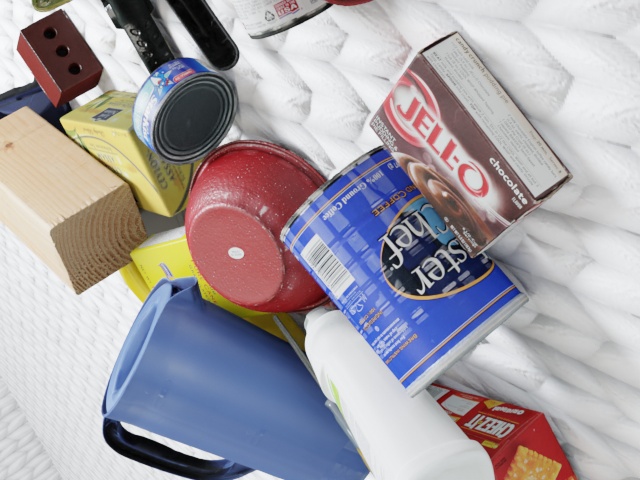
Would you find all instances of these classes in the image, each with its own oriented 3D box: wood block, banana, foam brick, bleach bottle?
[{"bbox_3d":[-0.272,-0.045,1.080,0.206,0.090,0.090,35,150,40],"label":"wood block"},{"bbox_3d":[-0.151,0.076,1.124,0.198,0.037,0.070,45,172,-5],"label":"banana"},{"bbox_3d":[-0.270,-0.187,1.103,0.078,0.053,0.051,55,156,-2],"label":"foam brick"},{"bbox_3d":[0.043,0.120,0.797,0.251,0.068,0.102,-127,19,-53],"label":"bleach bottle"}]

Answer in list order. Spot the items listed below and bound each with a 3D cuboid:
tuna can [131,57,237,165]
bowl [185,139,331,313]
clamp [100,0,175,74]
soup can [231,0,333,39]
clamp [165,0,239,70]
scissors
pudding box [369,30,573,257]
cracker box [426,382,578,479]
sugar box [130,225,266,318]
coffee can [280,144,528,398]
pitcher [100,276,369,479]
[{"bbox_3d":[-0.112,-0.107,0.881,0.034,0.086,0.086,40,152,33],"label":"tuna can"},{"bbox_3d":[-0.056,0.001,0.880,0.162,0.055,0.162,15,122,25],"label":"bowl"},{"bbox_3d":[-0.157,-0.192,0.863,0.210,0.036,0.165,63,177,-38],"label":"clamp"},{"bbox_3d":[-0.036,-0.186,0.664,0.069,0.068,0.102,11,132,57],"label":"soup can"},{"bbox_3d":[-0.116,-0.201,0.800,0.172,0.039,0.120,57,174,42],"label":"clamp"},{"bbox_3d":[0.022,0.155,0.912,0.202,0.016,0.096,52,171,31],"label":"scissors"},{"bbox_3d":[0.087,-0.056,0.643,0.113,0.039,0.090,51,155,7],"label":"pudding box"},{"bbox_3d":[0.147,0.225,0.858,0.164,0.072,0.213,5,127,60],"label":"cracker box"},{"bbox_3d":[-0.088,0.026,0.985,0.177,0.048,0.093,-13,112,42],"label":"sugar box"},{"bbox_3d":[0.056,0.020,0.721,0.140,0.102,0.103,50,156,10],"label":"coffee can"},{"bbox_3d":[-0.071,0.149,0.967,0.242,0.145,0.149,27,154,-15],"label":"pitcher"}]
